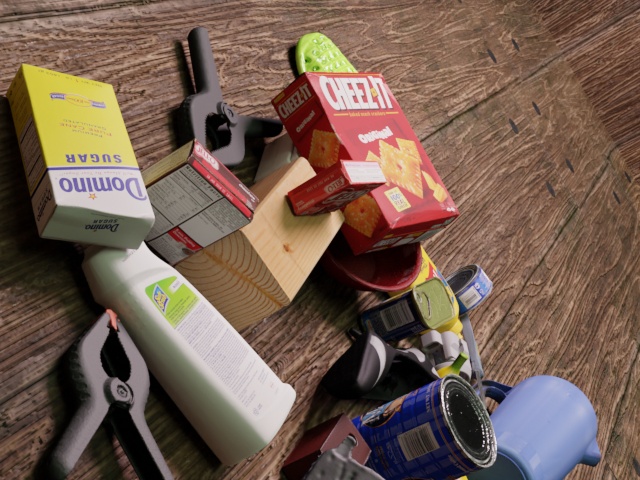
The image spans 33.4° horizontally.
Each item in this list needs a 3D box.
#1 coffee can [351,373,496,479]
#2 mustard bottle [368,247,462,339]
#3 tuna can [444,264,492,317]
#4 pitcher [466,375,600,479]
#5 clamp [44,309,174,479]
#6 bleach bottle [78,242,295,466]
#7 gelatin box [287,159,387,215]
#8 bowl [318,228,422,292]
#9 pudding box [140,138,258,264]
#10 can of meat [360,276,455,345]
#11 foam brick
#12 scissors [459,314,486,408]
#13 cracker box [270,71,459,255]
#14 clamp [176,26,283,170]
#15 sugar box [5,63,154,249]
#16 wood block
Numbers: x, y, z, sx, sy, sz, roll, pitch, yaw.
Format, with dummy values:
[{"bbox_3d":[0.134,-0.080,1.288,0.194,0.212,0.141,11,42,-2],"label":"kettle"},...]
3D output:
[{"bbox_3d":[0.098,0.214,1.121,0.102,0.140,0.103,40,33,-34],"label":"coffee can"},{"bbox_3d":[0.130,0.066,1.411,0.191,0.058,0.096,55,34,-12],"label":"mustard bottle"},{"bbox_3d":[0.195,0.072,1.487,0.033,0.086,0.086,52,28,-13],"label":"tuna can"},{"bbox_3d":[0.251,0.263,1.368,0.242,0.149,0.145,-20,96,-59],"label":"pitcher"},{"bbox_3d":[-0.163,0.138,0.861,0.120,0.039,0.171,39,33,-38],"label":"clamp"},{"bbox_3d":[-0.129,0.077,0.956,0.251,0.068,0.102,53,25,-9],"label":"bleach bottle"},{"bbox_3d":[0.018,-0.055,1.120,0.089,0.073,0.030,-8,72,-61],"label":"gelatin box"},{"bbox_3d":[0.044,0.004,1.299,0.162,0.055,0.162,21,47,-25],"label":"bowl"},{"bbox_3d":[-0.129,-0.034,1.005,0.090,0.114,0.039,45,34,-27],"label":"pudding box"},{"bbox_3d":[0.106,0.091,1.315,0.101,0.084,0.057,-17,82,-63],"label":"can of meat"},{"bbox_3d":[0.007,0.218,1.059,0.053,0.051,0.078,56,27,-8],"label":"foam brick"},{"bbox_3d":[0.203,0.154,1.420,0.201,0.016,0.096,-41,116,-82],"label":"scissors"},{"bbox_3d":[0.058,-0.097,1.269,0.163,0.072,0.214,-10,69,-53],"label":"cracker box"},{"bbox_3d":[-0.109,-0.134,1.220,0.164,0.036,0.210,44,33,-28],"label":"clamp"},{"bbox_3d":[-0.210,-0.074,0.927,0.093,0.048,0.176,8,41,-37],"label":"sugar box"},{"bbox_3d":[-0.057,0.001,1.121,0.091,0.090,0.205,56,27,-11],"label":"wood block"}]
